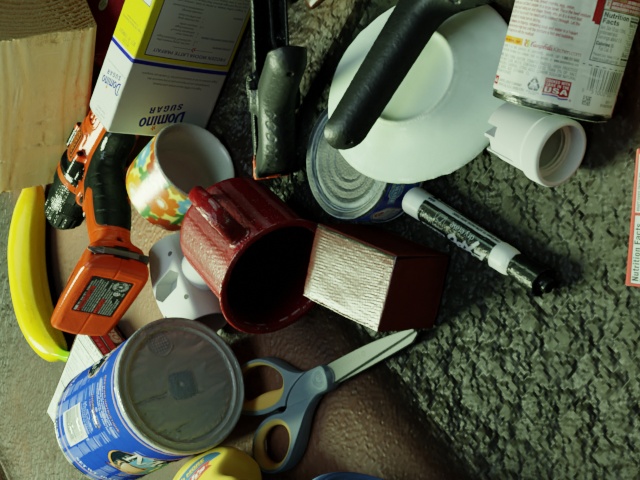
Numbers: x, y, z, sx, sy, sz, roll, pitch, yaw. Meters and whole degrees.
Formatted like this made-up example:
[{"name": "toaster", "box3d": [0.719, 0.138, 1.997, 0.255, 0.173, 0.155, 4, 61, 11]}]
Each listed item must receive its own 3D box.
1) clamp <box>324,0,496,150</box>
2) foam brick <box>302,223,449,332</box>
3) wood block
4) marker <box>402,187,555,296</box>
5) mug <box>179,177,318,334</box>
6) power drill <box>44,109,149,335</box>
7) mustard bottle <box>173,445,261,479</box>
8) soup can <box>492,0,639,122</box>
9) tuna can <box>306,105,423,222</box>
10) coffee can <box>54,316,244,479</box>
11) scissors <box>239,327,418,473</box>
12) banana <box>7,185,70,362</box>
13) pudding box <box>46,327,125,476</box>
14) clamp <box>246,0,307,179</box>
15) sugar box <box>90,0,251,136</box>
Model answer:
[{"name": "clamp", "box3d": [0.065, -0.171, 0.652, 0.210, 0.036, 0.164, -38, 48, 22]}, {"name": "foam brick", "box3d": [0.036, 0.023, 0.699, 0.078, 0.052, 0.051, 23, 106, 46]}, {"name": "wood block", "box3d": [-0.259, -0.143, 0.942, 0.091, 0.090, 0.206, 64, 154, 25]}, {"name": "marker", "box3d": [0.096, 0.000, 0.657, 0.121, 0.020, 0.020, 36, 116, 41]}, {"name": "mug", "box3d": [-0.055, 0.001, 0.758, 0.093, 0.117, 0.082, -46, 46, 0]}, {"name": "power drill", "box3d": [-0.198, -0.016, 0.921, 0.185, 0.057, 0.187, -51, 39, 43]}, {"name": "mustard bottle", "box3d": [-0.080, 0.198, 0.772, 0.096, 0.058, 0.192, -56, 8, -1]}, {"name": "soup can", "box3d": [0.137, -0.121, 0.578, 0.069, 0.068, 0.102, 26, 109, 45]}, {"name": "tuna can", "box3d": [0.030, -0.055, 0.720, 0.086, 0.033, 0.086, -1, 89, 48]}, {"name": "coffee can", "box3d": [-0.136, 0.128, 0.834, 0.141, 0.102, 0.103, -34, 65, 52]}, {"name": "scissors", "box3d": [0.001, 0.118, 0.763, 0.202, 0.016, 0.096, -12, 82, 47]}, {"name": "banana", "box3d": [-0.279, 0.040, 1.058, 0.070, 0.037, 0.198, -27, 70, 25]}, {"name": "pudding box", "box3d": [-0.201, 0.143, 0.967, 0.090, 0.039, 0.114, 47, 121, 37]}, {"name": "clamp", "box3d": [-0.033, -0.114, 0.740, 0.172, 0.039, 0.120, 103, 166, -57]}, {"name": "sugar box", "box3d": [-0.108, -0.165, 0.828, 0.048, 0.093, 0.176, 50, 124, 36]}]
